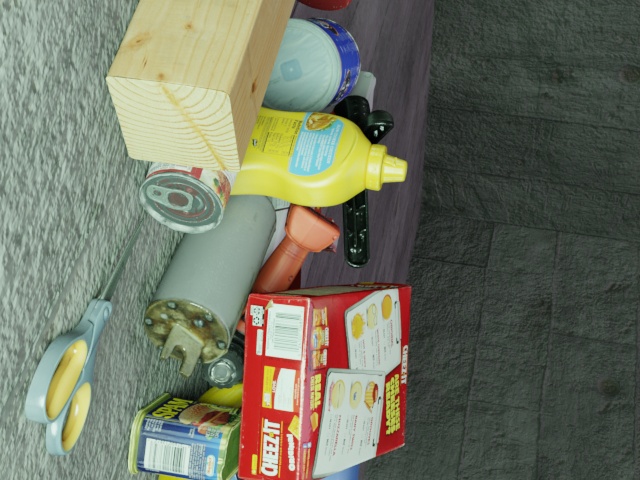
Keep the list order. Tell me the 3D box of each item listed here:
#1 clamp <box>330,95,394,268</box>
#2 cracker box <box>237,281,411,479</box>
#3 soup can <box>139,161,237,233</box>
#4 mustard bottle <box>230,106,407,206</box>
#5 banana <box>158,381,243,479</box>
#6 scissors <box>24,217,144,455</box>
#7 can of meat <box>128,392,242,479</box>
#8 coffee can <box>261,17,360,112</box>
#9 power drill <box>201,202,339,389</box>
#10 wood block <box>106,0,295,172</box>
[{"bbox_3d":[0.035,-0.079,1.090,0.210,0.036,0.165,-108,-156,-65],"label":"clamp"},{"bbox_3d":[0.009,0.125,0.991,0.213,0.072,0.164,-2,95,-62],"label":"cracker box"},{"bbox_3d":[-0.099,-0.066,0.864,0.068,0.068,0.102,87,14,-50],"label":"soup can"},{"bbox_3d":[-0.018,-0.075,0.961,0.058,0.192,0.096,87,14,-48],"label":"mustard bottle"},{"bbox_3d":[-0.115,0.198,1.015,0.037,0.070,0.197,51,43,-24],"label":"banana"},{"bbox_3d":[-0.162,0.072,0.767,0.201,0.016,0.096,-67,164,-57],"label":"scissors"},{"bbox_3d":[-0.112,0.176,0.944,0.102,0.084,0.057,-22,119,-79],"label":"can of meat"},{"bbox_3d":[-0.017,-0.187,1.144,0.140,0.103,0.103,-48,145,-74],"label":"coffee can"},{"bbox_3d":[-0.054,0.052,1.048,0.188,0.057,0.184,-55,-174,5],"label":"power drill"},{"bbox_3d":[-0.081,-0.164,0.816,0.091,0.090,0.206,86,15,-55],"label":"wood block"}]
